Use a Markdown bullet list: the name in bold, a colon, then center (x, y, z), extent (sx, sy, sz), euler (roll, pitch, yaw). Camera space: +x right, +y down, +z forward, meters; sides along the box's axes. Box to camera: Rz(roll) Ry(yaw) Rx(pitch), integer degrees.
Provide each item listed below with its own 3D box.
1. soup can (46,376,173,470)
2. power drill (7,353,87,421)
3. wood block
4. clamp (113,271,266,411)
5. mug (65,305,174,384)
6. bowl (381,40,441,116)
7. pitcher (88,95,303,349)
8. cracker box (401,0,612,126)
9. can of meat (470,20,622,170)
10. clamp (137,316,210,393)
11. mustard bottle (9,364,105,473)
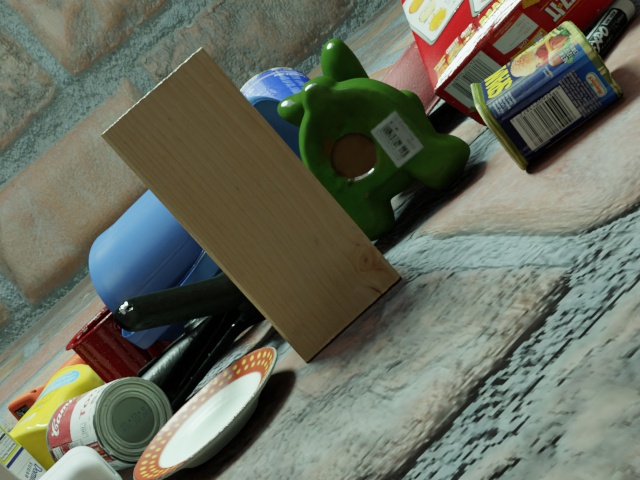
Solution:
- **soup can**: center (-0.168, 0.150, 0.849), extent (0.102, 0.068, 0.068), euler (-27, 18, 52)
- **power drill**: center (-0.278, 0.147, 1.285), extent (0.187, 0.057, 0.185), euler (-46, 7, -37)
- **wood block**: center (-0.050, -0.027, 0.753), extent (0.091, 0.206, 0.090), euler (-42, 10, -3)
- **clamp**: center (-0.066, 0.053, 0.863), extent (0.209, 0.036, 0.165), euler (-31, -28, -23)
- **mug**: center (-0.190, 0.104, 1.070), extent (0.093, 0.081, 0.117), euler (-47, 12, -29)
- **bowl**: center (0.086, -0.148, 1.078), extent (0.162, 0.055, 0.162), euler (-52, 3, 3)
- **pitcher**: center (-0.101, -0.014, 0.981), extent (0.144, 0.149, 0.243), euler (-5, -30, -49)
- **cracker box**: center (0.159, -0.221, 0.943), extent (0.164, 0.072, 0.213), euler (-47, 27, 25)
- **can of meat**: center (0.156, -0.103, 0.740), extent (0.084, 0.057, 0.102), euler (-36, 12, 16)
- **clamp**: center (-0.108, 0.090, 0.948), extent (0.171, 0.039, 0.120), euler (-43, 10, 8)
- **mustard bottle**: center (-0.274, 0.181, 1.124), extent (0.096, 0.058, 0.191), euler (-37, 12, 18)
